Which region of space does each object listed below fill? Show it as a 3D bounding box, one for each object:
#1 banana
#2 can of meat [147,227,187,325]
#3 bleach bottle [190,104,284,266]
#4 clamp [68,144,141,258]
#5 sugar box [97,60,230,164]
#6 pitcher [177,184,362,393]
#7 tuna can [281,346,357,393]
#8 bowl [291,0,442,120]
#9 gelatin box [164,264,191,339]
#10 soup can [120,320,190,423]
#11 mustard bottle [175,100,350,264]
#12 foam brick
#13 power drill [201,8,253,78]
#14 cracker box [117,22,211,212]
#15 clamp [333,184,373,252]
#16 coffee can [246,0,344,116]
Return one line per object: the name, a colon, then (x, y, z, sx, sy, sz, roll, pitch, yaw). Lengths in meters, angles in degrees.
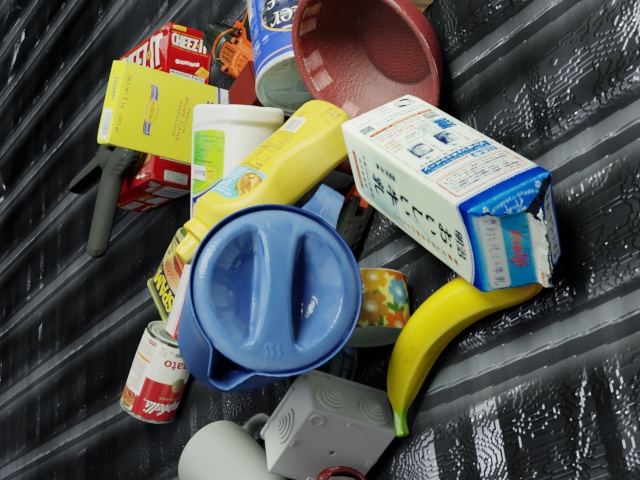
banana: (0.104, 0.073, 0.855, 0.070, 0.037, 0.198, 54, 129, 27)
can of meat: (-0.151, 0.045, 1.245, 0.084, 0.057, 0.102, -60, 37, 22)
bleach bottle: (-0.090, -0.007, 1.060, 0.103, 0.067, 0.251, 11, 99, 55)
clamp: (-0.259, -0.092, 1.336, 0.210, 0.036, 0.165, -56, 37, 28)
sugar box: (-0.154, -0.134, 1.192, 0.048, 0.176, 0.093, 19, 96, 60)
pitcher: (-0.052, 0.055, 0.909, 0.243, 0.149, 0.145, 133, 122, -71)
tuna can: (-0.003, 0.113, 1.009, 0.086, 0.033, 0.086, -25, 59, 52)
bowl: (0.052, -0.166, 0.949, 0.162, 0.055, 0.162, 29, 140, 27)
gelatin box: (-0.123, 0.069, 1.175, 0.030, 0.073, 0.089, 29, 104, 57)
soup can: (-0.188, 0.154, 1.255, 0.069, 0.068, 0.102, 42, 114, 54)
mustard bottle: (-0.055, -0.047, 0.965, 0.191, 0.058, 0.096, -42, 25, -13)
foam brick: (-0.051, -0.146, 1.128, 0.051, 0.078, 0.053, -46, 44, 38)
power drill: (-0.071, -0.277, 1.226, 0.185, 0.057, 0.188, 45, 119, 53)
cracker box: (-0.217, -0.157, 1.399, 0.164, 0.072, 0.213, -15, 67, 55)
clamp: (-0.004, 0.016, 1.037, 0.172, 0.039, 0.120, -43, 47, 43)
coffee can: (-0.021, -0.211, 1.078, 0.103, 0.102, 0.140, -41, 47, 45)
